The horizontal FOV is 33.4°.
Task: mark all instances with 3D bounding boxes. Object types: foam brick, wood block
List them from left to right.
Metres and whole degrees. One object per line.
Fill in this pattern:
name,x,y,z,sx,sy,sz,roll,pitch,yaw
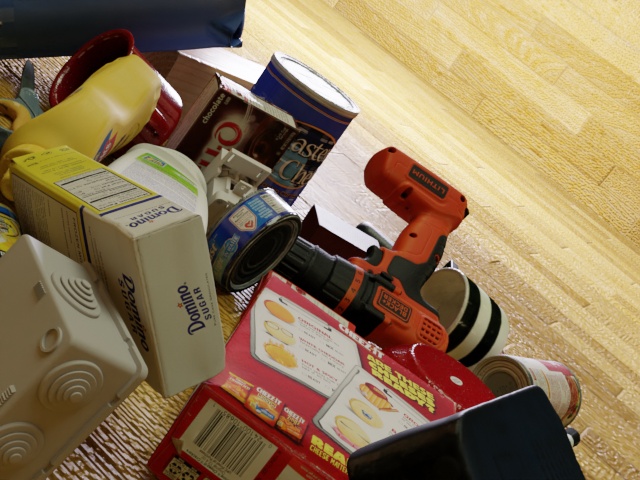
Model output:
wood block,-0.124,-0.157,1.148,0.205,0.090,0.091,14,26,-51
foam brick,0.014,0.012,1.023,0.078,0.051,0.053,31,18,-16

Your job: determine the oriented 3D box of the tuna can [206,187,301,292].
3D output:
tuna can,-0.056,0.001,0.856,0.034,0.086,0.086,44,18,18

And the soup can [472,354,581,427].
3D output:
soup can,0.189,0.142,0.987,0.102,0.068,0.069,14,27,-51

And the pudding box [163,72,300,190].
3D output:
pudding box,-0.088,-0.085,0.980,0.089,0.114,0.039,25,23,-30

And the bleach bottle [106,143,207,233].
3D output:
bleach bottle,-0.126,-0.023,0.828,0.102,0.068,0.250,35,14,-7

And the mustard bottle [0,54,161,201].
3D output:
mustard bottle,-0.182,-0.072,0.775,0.058,0.096,0.191,45,25,-10

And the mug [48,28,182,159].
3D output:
mug,-0.168,-0.119,0.924,0.117,0.093,0.081,26,-16,49

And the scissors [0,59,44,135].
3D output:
scissors,-0.237,-0.108,0.918,0.096,0.016,0.201,34,17,-11

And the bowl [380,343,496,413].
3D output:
bowl,0.093,0.132,0.847,0.162,0.055,0.162,33,16,-11

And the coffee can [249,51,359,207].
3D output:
coffee can,-0.042,-0.101,1.066,0.102,0.140,0.103,33,17,-11

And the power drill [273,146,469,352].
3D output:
power drill,0.051,0.004,0.969,0.184,0.057,0.187,35,52,-14

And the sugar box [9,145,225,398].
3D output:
sugar box,-0.117,0.011,0.597,0.048,0.093,0.176,-23,28,-31

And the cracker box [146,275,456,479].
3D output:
cracker box,-0.001,0.121,0.665,0.164,0.072,0.213,36,16,-2

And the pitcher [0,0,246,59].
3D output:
pitcher,-0.195,-0.241,0.993,0.242,0.145,0.149,-8,14,-14
